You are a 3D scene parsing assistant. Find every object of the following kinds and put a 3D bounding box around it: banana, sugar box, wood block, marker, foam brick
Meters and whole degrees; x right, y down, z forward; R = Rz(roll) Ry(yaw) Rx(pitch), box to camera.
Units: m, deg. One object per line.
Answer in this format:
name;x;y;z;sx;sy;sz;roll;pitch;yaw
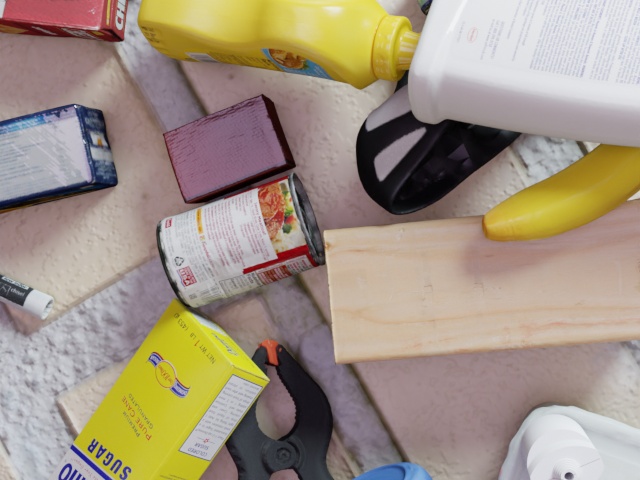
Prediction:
banana;0.182;-0.064;0.654;0.070;0.037;0.198;36;84;20
sugar box;-0.120;0.138;0.746;0.176;0.048;0.093;-54;43;3
wood block;0.112;0.026;0.714;0.206;0.090;0.090;-5;90;7
marker;-0.256;0.027;0.794;0.121;0.020;0.020;24;94;5
foam brick;-0.063;-0.063;0.752;0.078;0.053;0.051;-21;89;6

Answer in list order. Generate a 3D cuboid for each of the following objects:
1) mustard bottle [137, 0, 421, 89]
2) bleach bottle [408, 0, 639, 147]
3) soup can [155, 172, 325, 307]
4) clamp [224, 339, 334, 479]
mustard bottle;-0.017;-0.135;0.700;0.192;0.096;0.058;13;91;22
bleach bottle;0.184;-0.092;0.607;0.251;0.068;0.102;15;73;17
soup can;-0.055;0.001;0.745;0.102;0.068;0.068;-19;90;8
clamp;-0.018;0.157;0.755;0.120;0.039;0.171;4;83;-15
